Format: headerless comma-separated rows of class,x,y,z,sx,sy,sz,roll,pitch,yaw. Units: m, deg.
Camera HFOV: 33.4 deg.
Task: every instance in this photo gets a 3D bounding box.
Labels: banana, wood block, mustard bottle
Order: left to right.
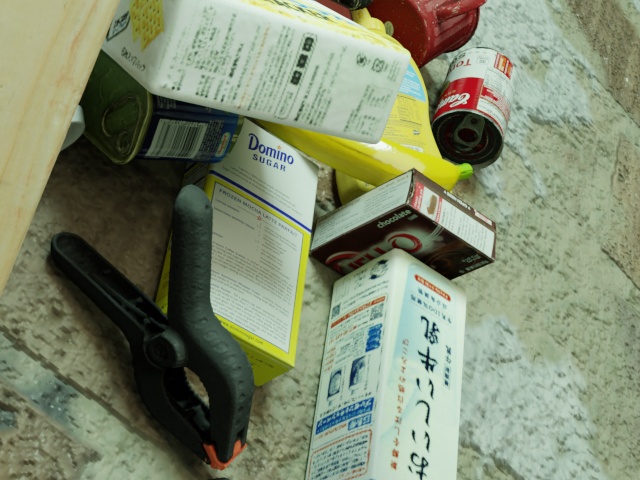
wood block,-0.180,-0.081,0.539,0.090,0.091,0.206,21,94,-37
banana,0.021,-0.072,0.800,0.197,0.037,0.069,23,14,-3
mustard bottle,0.047,-0.112,0.888,0.096,0.058,0.191,4,63,-31

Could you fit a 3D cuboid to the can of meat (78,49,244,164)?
can of meat,-0.112,-0.090,0.698,0.083,0.057,0.102,0,31,-47

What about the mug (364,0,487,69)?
mug,0.092,-0.200,0.947,0.081,0.117,0.093,-39,116,-44

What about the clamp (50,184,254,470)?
clamp,-0.096,0.055,0.637,0.039,0.120,0.171,-28,108,-51

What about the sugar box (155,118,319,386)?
sugar box,-0.055,0.001,0.732,0.093,0.048,0.176,32,44,-28

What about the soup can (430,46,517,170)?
soup can,0.141,-0.123,0.980,0.068,0.069,0.102,40,44,-20

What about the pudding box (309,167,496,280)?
pudding box,0.061,0.000,0.794,0.090,0.114,0.039,30,52,-28
